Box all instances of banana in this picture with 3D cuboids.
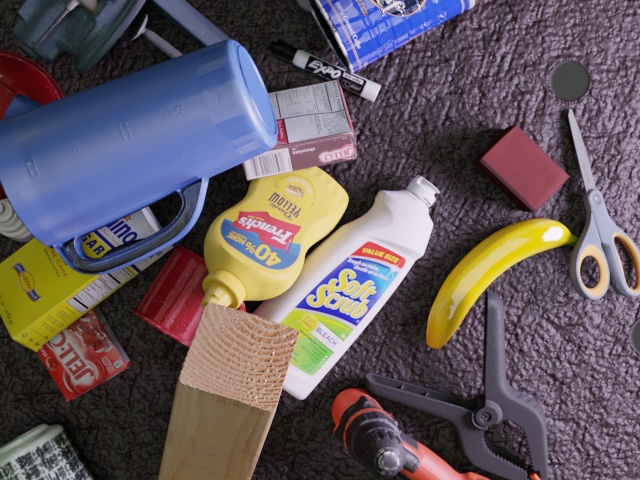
[{"bbox_3d":[0.179,0.033,1.091,0.198,0.037,0.069,-33,92,1],"label":"banana"}]

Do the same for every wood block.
[{"bbox_3d":[-0.091,0.160,1.005,0.090,0.206,0.090,18,51,-1],"label":"wood block"}]

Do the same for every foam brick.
[{"bbox_3d":[0.201,-0.072,1.080,0.078,0.053,0.051,43,91,-3],"label":"foam brick"}]

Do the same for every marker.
[{"bbox_3d":[0.003,-0.175,1.091,0.121,0.020,0.020,25,92,-1],"label":"marker"}]

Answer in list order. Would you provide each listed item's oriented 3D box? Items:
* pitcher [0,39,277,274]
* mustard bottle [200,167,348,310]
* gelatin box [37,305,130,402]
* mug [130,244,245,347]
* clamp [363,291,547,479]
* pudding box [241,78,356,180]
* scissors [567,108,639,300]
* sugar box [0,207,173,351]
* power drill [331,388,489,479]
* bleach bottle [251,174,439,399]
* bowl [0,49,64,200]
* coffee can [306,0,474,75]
[{"bbox_3d":[-0.164,-0.083,0.990,0.243,0.145,0.149,-21,130,10],"label":"pitcher"},{"bbox_3d":[-0.057,0.001,1.027,0.096,0.058,0.191,33,54,5],"label":"mustard bottle"},{"bbox_3d":[-0.248,0.109,1.093,0.073,0.030,0.089,-30,92,1],"label":"gelatin box"},{"bbox_3d":[-0.120,0.062,1.057,0.117,0.093,0.081,28,85,38],"label":"mug"},{"bbox_3d":[0.171,0.162,1.083,0.210,0.036,0.165,45,107,-7],"label":"clamp"},{"bbox_3d":[-0.026,-0.111,1.060,0.113,0.090,0.039,-10,135,-1],"label":"pudding box"},{"bbox_3d":[0.267,-0.027,1.087,0.096,0.016,0.202,-29,93,-26],"label":"scissors"},{"bbox_3d":[-0.243,0.021,1.063,0.176,0.048,0.093,-39,57,2],"label":"sugar box"},{"bbox_3d":[0.099,0.222,1.034,0.187,0.184,0.057,39,91,-11],"label":"power drill"},{"bbox_3d":[0.024,0.034,1.073,0.102,0.068,0.251,40,90,-20],"label":"bleach bottle"},{"bbox_3d":[-0.337,-0.115,1.073,0.162,0.055,0.162,0,91,0],"label":"bowl"},{"bbox_3d":[0.066,-0.241,1.048,0.140,0.103,0.103,-29,92,1],"label":"coffee can"}]
